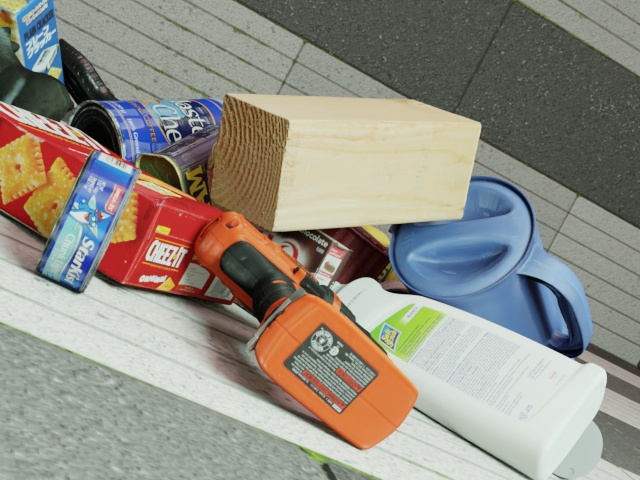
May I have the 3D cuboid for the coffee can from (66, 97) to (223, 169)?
[{"bbox_3d":[-0.156,-0.083,1.010,0.140,0.103,0.103,-8,29,-43],"label":"coffee can"}]

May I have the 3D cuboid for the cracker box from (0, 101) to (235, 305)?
[{"bbox_3d":[-0.172,-0.033,0.831,0.214,0.072,0.164,29,4,25],"label":"cracker box"}]

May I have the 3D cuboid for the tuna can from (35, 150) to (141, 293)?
[{"bbox_3d":[-0.145,-0.013,0.667,0.033,0.086,0.086,25,5,-12],"label":"tuna can"}]

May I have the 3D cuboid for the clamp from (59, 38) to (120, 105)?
[{"bbox_3d":[-0.256,-0.151,1.259,0.210,0.036,0.164,47,-20,21],"label":"clamp"}]

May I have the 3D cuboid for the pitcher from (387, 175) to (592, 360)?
[{"bbox_3d":[0.172,0.065,1.003,0.242,0.145,0.149,57,14,-45],"label":"pitcher"}]

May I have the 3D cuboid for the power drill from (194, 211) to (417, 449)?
[{"bbox_3d":[-0.001,0.067,0.719,0.184,0.057,0.188,41,1,-21],"label":"power drill"}]

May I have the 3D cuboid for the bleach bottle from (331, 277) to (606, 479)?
[{"bbox_3d":[0.099,0.092,0.879,0.251,0.102,0.068,29,-34,29],"label":"bleach bottle"}]

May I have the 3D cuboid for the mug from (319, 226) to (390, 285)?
[{"bbox_3d":[0.008,0.015,1.078,0.117,0.081,0.093,38,6,-7],"label":"mug"}]

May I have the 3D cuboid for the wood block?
[{"bbox_3d":[0.023,-0.066,0.881,0.205,0.090,0.091,-4,21,-39],"label":"wood block"}]

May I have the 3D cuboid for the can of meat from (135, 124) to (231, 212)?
[{"bbox_3d":[-0.108,-0.044,0.950,0.058,0.102,0.083,10,31,40],"label":"can of meat"}]

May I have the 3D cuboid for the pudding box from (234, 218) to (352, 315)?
[{"bbox_3d":[-0.040,0.019,0.915,0.114,0.090,0.039,31,5,33],"label":"pudding box"}]
